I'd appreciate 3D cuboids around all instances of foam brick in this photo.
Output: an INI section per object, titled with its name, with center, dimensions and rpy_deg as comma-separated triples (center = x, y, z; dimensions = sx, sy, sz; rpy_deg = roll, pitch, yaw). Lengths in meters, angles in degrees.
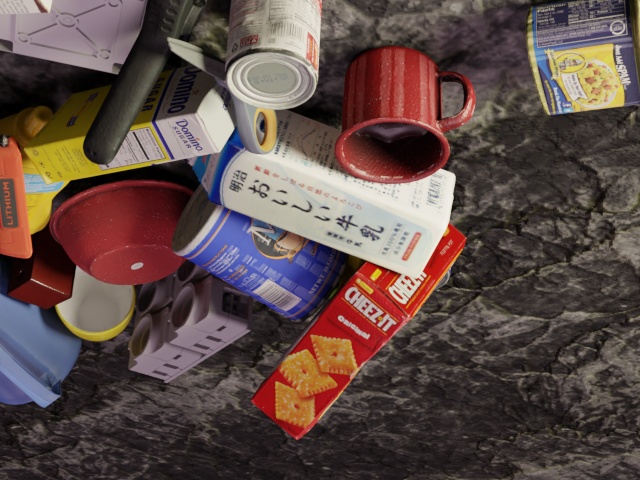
[foam brick]
center = -0.296, 0.026, 1.142
dimensions = 0.051, 0.078, 0.053
rpy_deg = 26, 143, -37

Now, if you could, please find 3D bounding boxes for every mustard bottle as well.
[mustard bottle]
center = -0.282, -0.068, 0.997
dimensions = 0.096, 0.058, 0.192
rpy_deg = 7, 151, -27

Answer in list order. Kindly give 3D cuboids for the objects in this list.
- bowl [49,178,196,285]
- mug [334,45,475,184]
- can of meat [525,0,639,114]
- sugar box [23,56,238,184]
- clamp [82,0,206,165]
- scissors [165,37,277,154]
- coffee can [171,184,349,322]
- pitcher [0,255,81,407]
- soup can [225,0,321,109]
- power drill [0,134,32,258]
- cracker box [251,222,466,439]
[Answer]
[bowl]
center = -0.189, 0.002, 1.078
dimensions = 0.162, 0.055, 0.162
rpy_deg = -10, 155, -5
[mug]
center = 0.070, -0.107, 0.874
dimensions = 0.117, 0.081, 0.093
rpy_deg = -13, 146, 26
[can of meat]
center = 0.208, -0.143, 0.825
dimensions = 0.084, 0.057, 0.102
rpy_deg = -6, 148, 19
[sugar box]
center = -0.149, -0.099, 0.880
dimensions = 0.176, 0.093, 0.048
rpy_deg = -11, 124, 28
[clamp]
center = -0.108, -0.158, 0.757
dimensions = 0.036, 0.164, 0.210
rpy_deg = 28, 137, -6
[scissors]
center = -0.067, -0.107, 0.810
dimensions = 0.016, 0.096, 0.201
rpy_deg = 7, -167, 20
[coffee can]
center = -0.057, 0.001, 1.024
dimensions = 0.140, 0.102, 0.103
rpy_deg = 32, 141, -20
[pitcher]
center = -0.375, 0.079, 1.177
dimensions = 0.149, 0.145, 0.242
rpy_deg = 0, 147, 24
[soup can]
center = -0.033, -0.156, 0.780
dimensions = 0.068, 0.102, 0.068
rpy_deg = 2, 150, 1
[power drill]
center = -0.340, -0.014, 0.892
dimensions = 0.187, 0.184, 0.057
rpy_deg = -5, -166, -16
[cracker box]
center = 0.038, 0.079, 1.056
dimensions = 0.072, 0.164, 0.214
rpy_deg = 40, 128, 2
